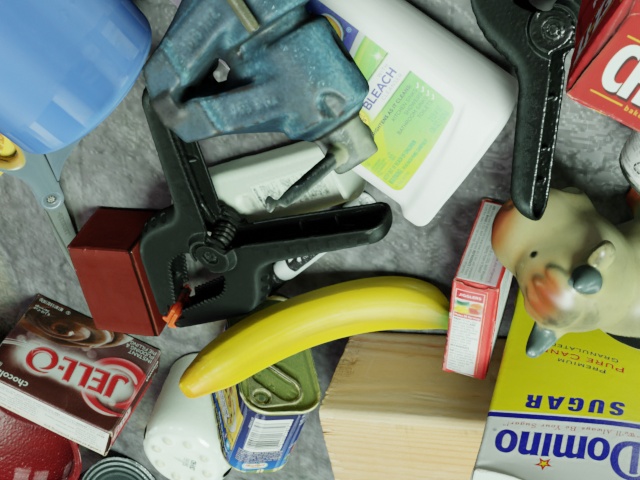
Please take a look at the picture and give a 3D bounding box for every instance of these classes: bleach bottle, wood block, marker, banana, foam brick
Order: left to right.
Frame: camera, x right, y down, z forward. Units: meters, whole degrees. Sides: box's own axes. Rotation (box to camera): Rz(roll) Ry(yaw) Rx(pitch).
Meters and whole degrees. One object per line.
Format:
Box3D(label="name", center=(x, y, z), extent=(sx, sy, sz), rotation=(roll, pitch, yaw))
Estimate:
Box3D(label="foam brick", center=(-0.138, 0.022, 0.768), extent=(0.051, 0.053, 0.078), rotation=(2, 126, 19))
Box3D(label="bleach bottle", center=(-0.017, -0.117, 0.606), extent=(0.251, 0.068, 0.103), rotation=(33, 124, -3))
Box3D(label="marker", center=(-0.007, 0.006, 0.726), extent=(0.020, 0.020, 0.121), rotation=(41, 129, -13))
Box3D(label="banana", center=(0.001, 0.058, 0.710), extent=(0.197, 0.069, 0.037), rotation=(-13, 113, -4))
Box3D(label="wood block", center=(0.115, 0.127, 0.729), extent=(0.206, 0.090, 0.091), rotation=(2, 126, 20))

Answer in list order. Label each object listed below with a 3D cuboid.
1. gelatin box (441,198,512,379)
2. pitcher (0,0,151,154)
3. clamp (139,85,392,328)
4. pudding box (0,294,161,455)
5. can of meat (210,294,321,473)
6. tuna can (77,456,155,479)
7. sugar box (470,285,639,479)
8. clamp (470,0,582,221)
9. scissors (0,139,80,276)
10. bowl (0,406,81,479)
Box3D(label="gelatin box", center=(0.100, 0.028, 0.657), extent=(0.030, 0.089, 0.073), rotation=(12, 130, 13))
Box3D(label="pitcher", center=(-0.202, -0.167, 0.572), extent=(0.149, 0.145, 0.242), rotation=(-34, 126, 18))
Box3D(label="clamp", center=(-0.055, 0.001, 0.688), extent=(0.164, 0.036, 0.210), rotation=(27, 140, 1))
Box3D(label="pudding box", center=(-0.193, 0.103, 0.828), extent=(0.113, 0.090, 0.039), rotation=(23, 132, 3))
Box3D(label="can of meat", center=(-0.044, 0.104, 0.765), extent=(0.057, 0.102, 0.084), rotation=(1, 137, -20))
Box3D(label="tuna can", center=(-0.180, 0.235, 0.929), extent=(0.086, 0.086, 0.034), rotation=(42, 131, -14))
Box3D(label="sugar box", center=(0.149, 0.092, 0.630), extent=(0.093, 0.176, 0.048), rotation=(13, 130, 11))
Box3D(label="clamp", center=(0.118, -0.097, 0.540), extent=(0.120, 0.039, 0.171), rotation=(-34, 79, 25))
Box3D(label="scissors", center=(-0.177, -0.046, 0.746), extent=(0.096, 0.016, 0.201), rotation=(-31, 141, 0))
Box3D(label="bowl", center=(-0.267, 0.147, 0.913), extent=(0.162, 0.055, 0.162), rotation=(11, 129, 13))
